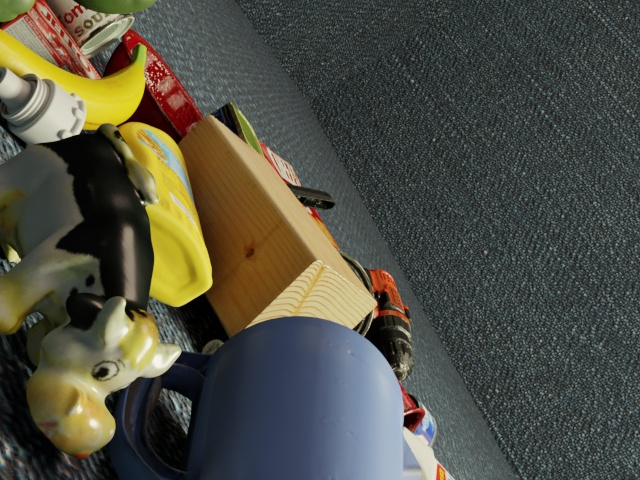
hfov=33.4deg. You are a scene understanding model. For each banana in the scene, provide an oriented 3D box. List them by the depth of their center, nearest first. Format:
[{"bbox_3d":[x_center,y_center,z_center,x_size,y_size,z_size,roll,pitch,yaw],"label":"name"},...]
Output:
[{"bbox_3d":[-0.182,-0.113,0.762,0.197,0.037,0.069,-8,76,-65],"label":"banana"}]

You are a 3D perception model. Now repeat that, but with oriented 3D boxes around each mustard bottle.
[{"bbox_3d":[-0.129,-0.037,0.809,0.096,0.058,0.192,53,9,-32],"label":"mustard bottle"}]

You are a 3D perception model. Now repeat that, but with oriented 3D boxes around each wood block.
[{"bbox_3d":[-0.056,0.001,0.867,0.090,0.091,0.206,37,12,-46],"label":"wood block"}]

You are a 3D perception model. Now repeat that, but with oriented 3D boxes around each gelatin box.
[{"bbox_3d":[-0.209,-0.145,0.836,0.089,0.030,0.073,56,7,-22],"label":"gelatin box"}]

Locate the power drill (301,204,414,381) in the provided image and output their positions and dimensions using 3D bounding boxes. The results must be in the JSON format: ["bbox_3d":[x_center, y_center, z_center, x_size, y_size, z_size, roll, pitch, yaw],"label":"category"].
[{"bbox_3d":[0.023,0.054,1.148,0.187,0.057,0.184,42,16,-24],"label":"power drill"}]

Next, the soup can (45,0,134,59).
[{"bbox_3d":[-0.213,-0.209,0.897,0.102,0.068,0.068,53,7,-3],"label":"soup can"}]

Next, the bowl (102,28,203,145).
[{"bbox_3d":[-0.153,-0.113,0.982,0.162,0.055,0.162,55,7,-11],"label":"bowl"}]

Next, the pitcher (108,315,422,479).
[{"bbox_3d":[-0.026,0.138,0.557,0.243,0.149,0.145,-85,158,-74],"label":"pitcher"}]
